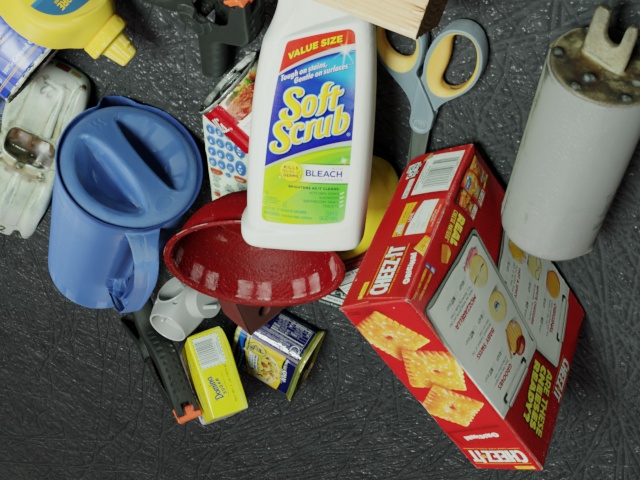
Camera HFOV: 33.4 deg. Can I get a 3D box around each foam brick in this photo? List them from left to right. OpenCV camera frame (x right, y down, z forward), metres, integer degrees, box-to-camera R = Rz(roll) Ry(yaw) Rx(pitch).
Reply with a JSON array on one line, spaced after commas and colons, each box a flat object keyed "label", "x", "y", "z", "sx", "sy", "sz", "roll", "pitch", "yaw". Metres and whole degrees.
[{"label": "foam brick", "x": -0.078, "y": 0.046, "z": 1.092, "sx": 0.051, "sy": 0.053, "sz": 0.078, "roll": 36, "pitch": 156, "yaw": 41}]

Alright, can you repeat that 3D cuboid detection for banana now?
[{"label": "banana", "x": 0.028, "y": -0.023, "z": 0.955, "sx": 0.070, "sy": 0.037, "sz": 0.198, "roll": 46, "pitch": 147, "yaw": 11}]

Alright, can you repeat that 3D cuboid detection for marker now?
[{"label": "marker", "x": 0.018, "y": 0.059, "z": 1.078, "sx": 0.121, "sy": 0.020, "sz": 0.020, "roll": 17, "pitch": 143, "yaw": 20}]

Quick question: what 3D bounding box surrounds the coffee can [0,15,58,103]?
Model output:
[{"label": "coffee can", "x": -0.290, "y": -0.202, "z": 0.914, "sx": 0.140, "sy": 0.102, "sz": 0.103, "roll": 41, "pitch": 145, "yaw": -14}]

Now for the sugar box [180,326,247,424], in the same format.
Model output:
[{"label": "sugar box", "x": -0.124, "y": 0.157, "z": 1.205, "sx": 0.176, "sy": 0.048, "sz": 0.093, "roll": 132, "pitch": 120, "yaw": -72}]

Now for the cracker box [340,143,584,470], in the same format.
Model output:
[{"label": "cracker box", "x": 0.121, "y": 0.057, "z": 0.854, "sx": 0.072, "sy": 0.164, "sz": 0.213, "roll": -9, "pitch": 132, "yaw": 40}]

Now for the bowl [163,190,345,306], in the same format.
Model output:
[{"label": "bowl", "x": -0.056, "y": 0.001, "z": 0.955, "sx": 0.162, "sy": 0.055, "sz": 0.162, "roll": 4, "pitch": 152, "yaw": 2}]

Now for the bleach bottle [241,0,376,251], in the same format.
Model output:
[{"label": "bleach bottle", "x": -0.010, "y": -0.115, "z": 0.792, "sx": 0.102, "sy": 0.068, "sz": 0.251, "roll": 3, "pitch": 120, "yaw": 4}]

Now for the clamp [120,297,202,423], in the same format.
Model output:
[{"label": "clamp", "x": -0.190, "y": 0.111, "z": 1.207, "sx": 0.210, "sy": 0.036, "sz": 0.164, "roll": 55, "pitch": 157, "yaw": 37}]

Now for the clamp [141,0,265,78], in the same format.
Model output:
[{"label": "clamp", "x": -0.098, "y": -0.183, "z": 0.815, "sx": 0.120, "sy": 0.039, "sz": 0.172, "roll": 34, "pitch": 162, "yaw": -16}]

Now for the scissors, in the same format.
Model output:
[{"label": "scissors", "x": 0.066, "y": -0.109, "z": 0.833, "sx": 0.096, "sy": 0.016, "sz": 0.202, "roll": 33, "pitch": 146, "yaw": 1}]

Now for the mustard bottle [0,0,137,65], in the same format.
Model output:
[{"label": "mustard bottle", "x": -0.225, "y": -0.212, "z": 0.857, "sx": 0.191, "sy": 0.096, "sz": 0.058, "roll": 42, "pitch": 144, "yaw": -15}]

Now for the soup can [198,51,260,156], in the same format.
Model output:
[{"label": "soup can", "x": -0.041, "y": -0.097, "z": 0.884, "sx": 0.102, "sy": 0.068, "sz": 0.069, "roll": 43, "pitch": 144, "yaw": -17}]

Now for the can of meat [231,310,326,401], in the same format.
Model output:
[{"label": "can of meat", "x": -0.049, "y": 0.119, "z": 1.172, "sx": 0.084, "sy": 0.057, "sz": 0.102, "roll": 29, "pitch": 145, "yaw": 8}]

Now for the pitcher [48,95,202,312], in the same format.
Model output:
[{"label": "pitcher", "x": -0.204, "y": -0.013, "z": 1.055, "sx": 0.145, "sy": 0.149, "sz": 0.243, "roll": 33, "pitch": 149, "yaw": -1}]
